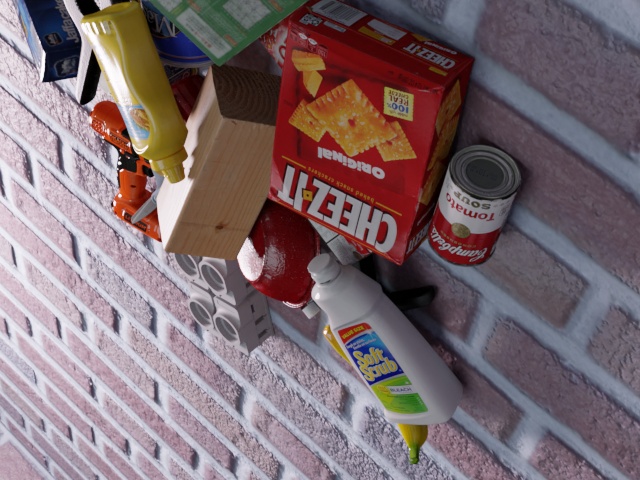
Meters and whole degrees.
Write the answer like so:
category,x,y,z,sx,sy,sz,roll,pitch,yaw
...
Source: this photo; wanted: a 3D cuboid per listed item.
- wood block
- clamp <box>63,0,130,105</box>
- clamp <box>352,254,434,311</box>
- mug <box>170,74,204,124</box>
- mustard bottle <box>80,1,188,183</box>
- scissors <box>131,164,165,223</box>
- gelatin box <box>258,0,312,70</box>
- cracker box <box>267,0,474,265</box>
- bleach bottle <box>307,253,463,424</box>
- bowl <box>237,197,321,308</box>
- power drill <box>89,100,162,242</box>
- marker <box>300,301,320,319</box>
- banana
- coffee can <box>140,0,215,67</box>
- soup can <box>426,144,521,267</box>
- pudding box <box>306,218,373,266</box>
category,x,y,z,sx,sy,sz,roll,pitch,yaw
wood block,-0.105,-0.082,1.170,0.090,0.090,0.206,-104,32,-40
clamp,-0.229,-0.228,1.169,0.165,0.036,0.210,20,131,34
clamp,0.056,0.058,1.238,0.120,0.039,0.172,52,143,11
mug,-0.153,-0.139,1.243,0.081,0.093,0.117,55,-170,3
mustard bottle,-0.183,-0.148,1.104,0.096,0.058,0.191,16,130,57
scissors,-0.216,-0.074,1.386,0.202,0.016,0.096,-11,120,47
gelatin box,-0.026,-0.210,1.068,0.073,0.030,0.089,52,150,-2
cracker box,0.040,-0.101,1.011,0.164,0.072,0.214,28,134,20
bleach bottle,0.059,0.108,1.193,0.103,0.068,0.250,-6,134,43
bowl,-0.058,0.002,1.243,0.162,0.055,0.162,19,111,61
power drill,-0.229,-0.086,1.449,0.185,0.057,0.188,32,143,24
marker,-0.046,0.050,1.383,0.121,0.020,0.020,49,150,4
banana,0.077,0.179,1.314,0.037,0.069,0.198,-39,81,19
coffee can,-0.135,-0.262,1.088,0.103,0.102,0.140,34,145,27
soup can,0.143,-0.032,0.996,0.068,0.068,0.102,39,147,20
pudding box,0.042,-0.031,1.137,0.114,0.039,0.090,-36,91,42
